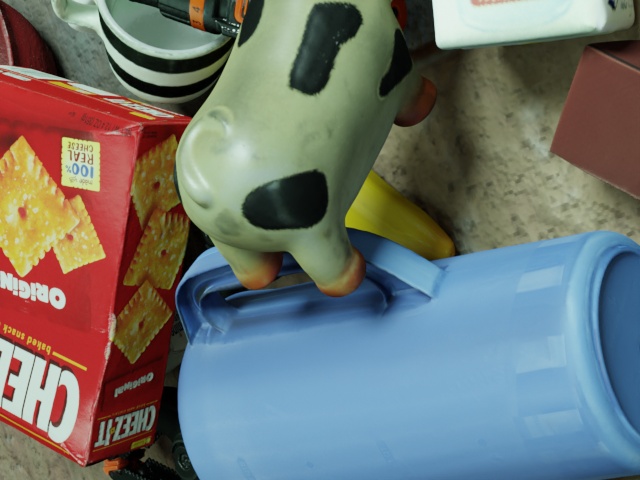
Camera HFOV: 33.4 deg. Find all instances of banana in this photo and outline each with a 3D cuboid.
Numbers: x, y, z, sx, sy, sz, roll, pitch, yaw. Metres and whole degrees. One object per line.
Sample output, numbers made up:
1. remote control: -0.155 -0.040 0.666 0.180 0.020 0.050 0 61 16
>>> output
1. banana: 0.004 -0.059 0.606 0.070 0.037 0.198 -39 74 44

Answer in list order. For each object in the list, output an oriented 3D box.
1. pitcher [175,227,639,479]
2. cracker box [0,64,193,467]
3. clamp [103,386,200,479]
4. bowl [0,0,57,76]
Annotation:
1. pitcher: 0.046 0.063 0.535 0.243 0.149 0.145 -16 75 40
2. cracker box: -0.169 0.010 0.671 0.164 0.072 0.214 20 105 30
3. clamp: -0.071 0.149 0.709 0.210 0.036 0.164 -25 83 43
4. bowl: -0.240 -0.109 0.793 0.162 0.055 0.162 4 96 49
